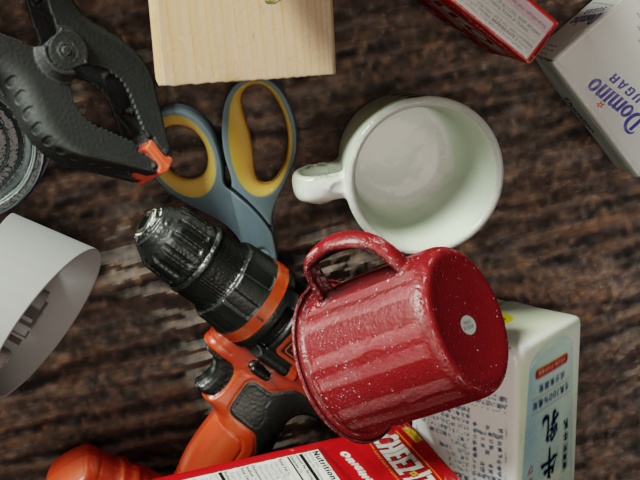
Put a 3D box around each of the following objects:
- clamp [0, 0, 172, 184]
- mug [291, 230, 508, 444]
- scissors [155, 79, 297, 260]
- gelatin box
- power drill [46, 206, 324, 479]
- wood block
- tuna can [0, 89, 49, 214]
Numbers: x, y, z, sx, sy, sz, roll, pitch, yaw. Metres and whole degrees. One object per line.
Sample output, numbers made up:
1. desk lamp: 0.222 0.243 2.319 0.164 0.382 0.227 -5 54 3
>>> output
1. clamp: -0.139 -0.104 0.558 0.171 0.039 0.120 42 65 -26
2. mug: 0.039 0.043 0.560 0.082 0.093 0.117 -24 108 34
3. scissors: -0.054 0.001 0.626 0.096 0.016 0.202 1 110 -3
4. gelatin box: 0.077 -0.135 0.580 0.089 0.073 0.030 34 97 -16
5. power drill: -0.072 0.091 0.614 0.184 0.057 0.188 38 100 -22
6. wood block: -0.048 -0.187 0.538 0.090 0.090 0.206 -6 105 -8
7. tuna can: -0.190 -0.054 0.580 0.086 0.034 0.086 -2 105 -8
